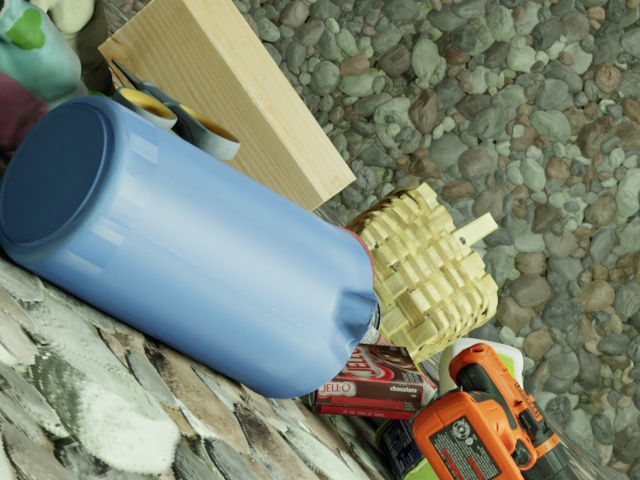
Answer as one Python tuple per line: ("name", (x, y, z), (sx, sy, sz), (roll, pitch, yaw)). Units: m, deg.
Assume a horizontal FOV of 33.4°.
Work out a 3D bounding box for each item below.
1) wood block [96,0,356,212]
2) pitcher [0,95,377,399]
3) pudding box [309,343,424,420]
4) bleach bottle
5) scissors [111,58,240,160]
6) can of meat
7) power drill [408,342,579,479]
("wood block", (-0.074, -0.103, 0.877), (0.206, 0.091, 0.090), (55, 24, -2))
("pitcher", (-0.091, 0.007, 0.693), (0.242, 0.149, 0.145), (33, 26, -46))
("pudding box", (0.036, 0.118, 0.915), (0.090, 0.039, 0.113), (6, 8, -5))
("bleach bottle", (0.186, 0.203, 1.180), (0.102, 0.068, 0.250), (12, 27, -4))
("scissors", (-0.131, -0.104, 0.746), (0.096, 0.016, 0.202), (13, 17, -47))
("can of meat", (0.103, 0.197, 0.909), (0.102, 0.057, 0.084), (41, 8, -20))
("power drill", (0.150, 0.175, 0.866), (0.184, 0.057, 0.187), (55, 17, 11))
